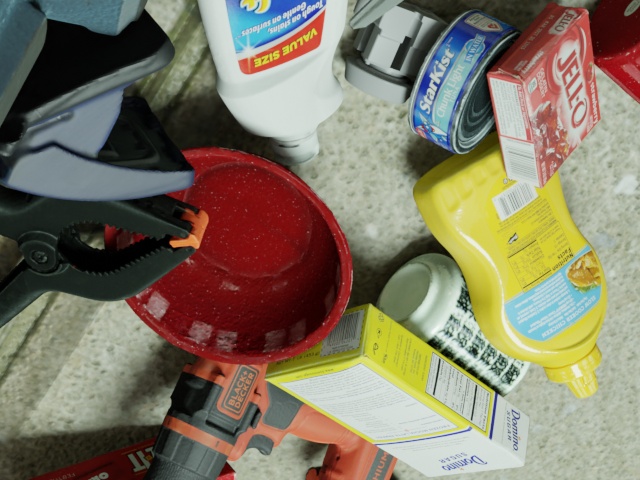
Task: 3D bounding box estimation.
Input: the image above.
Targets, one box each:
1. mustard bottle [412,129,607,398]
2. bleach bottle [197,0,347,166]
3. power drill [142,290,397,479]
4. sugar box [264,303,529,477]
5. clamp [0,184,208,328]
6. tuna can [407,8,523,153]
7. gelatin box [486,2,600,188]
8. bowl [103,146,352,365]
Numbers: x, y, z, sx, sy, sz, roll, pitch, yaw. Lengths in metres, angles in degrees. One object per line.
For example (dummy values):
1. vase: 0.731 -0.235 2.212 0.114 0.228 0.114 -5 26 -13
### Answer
1. mustard bottle: 0.143 0.024 0.726 0.096 0.058 0.191 -33 103 -21
2. bleach bottle: -0.022 -0.155 0.607 0.102 0.068 0.251 -12 128 -5
3. power drill: -0.032 0.152 0.774 0.187 0.057 0.184 34 76 -36
4. sugar box: 0.057 0.109 0.743 0.094 0.048 0.176 -18 139 42
5. clamp: -0.175 -0.007 0.654 0.210 0.036 0.164 -10 127 17
6. tuna can: 0.092 -0.097 0.661 0.086 0.034 0.086 -46 155 -29
7. gelatin box: 0.139 -0.089 0.656 0.073 0.030 0.089 -47 139 -25
8. bowl: -0.055 0.001 0.690 0.162 0.055 0.162 6 123 9
